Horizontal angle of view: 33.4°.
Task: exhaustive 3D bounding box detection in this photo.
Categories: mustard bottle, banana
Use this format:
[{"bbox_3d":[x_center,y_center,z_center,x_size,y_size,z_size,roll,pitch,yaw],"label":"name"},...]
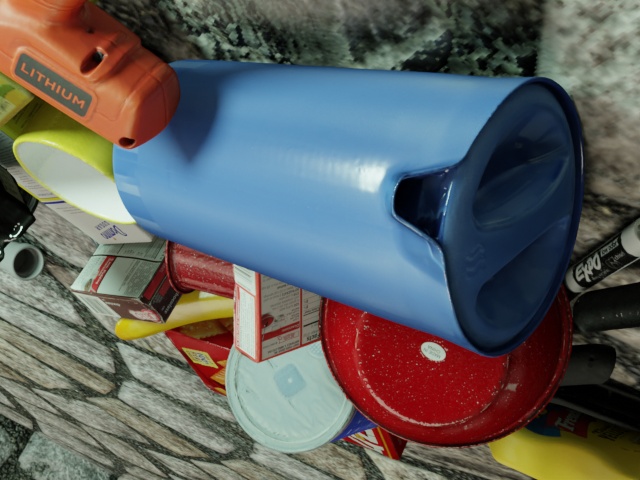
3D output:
[{"bbox_3d":[0.193,0.161,0.834,0.192,0.058,0.096,17,-164,36],"label":"mustard bottle"},{"bbox_3d":[-0.085,0.056,0.897,0.198,0.037,0.069,-4,133,8],"label":"banana"}]

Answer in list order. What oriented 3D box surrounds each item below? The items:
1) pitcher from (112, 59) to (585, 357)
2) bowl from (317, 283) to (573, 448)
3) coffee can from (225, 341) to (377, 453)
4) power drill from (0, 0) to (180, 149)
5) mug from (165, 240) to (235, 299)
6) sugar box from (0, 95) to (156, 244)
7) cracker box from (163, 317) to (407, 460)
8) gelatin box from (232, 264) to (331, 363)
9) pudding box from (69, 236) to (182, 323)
[{"bbox_3d":[0.012,-0.031,0.577,0.243,0.144,0.149,14,141,37],"label":"pitcher"},{"bbox_3d":[0.071,0.061,0.650,0.162,0.162,0.055,24,-163,9],"label":"bowl"},{"bbox_3d":[0.004,0.102,0.817,0.103,0.103,0.140,18,-176,22],"label":"coffee can"},{"bbox_3d":[-0.081,-0.128,0.482,0.184,0.057,0.188,34,139,3],"label":"power drill"},{"bbox_3d":[-0.055,0.001,0.739,0.082,0.093,0.117,14,179,19],"label":"mug"},{"bbox_3d":[-0.210,-0.062,0.843,0.176,0.048,0.094,38,156,-32],"label":"sugar box"},{"bbox_3d":[-0.023,0.119,0.995,0.214,0.072,0.164,17,156,22],"label":"cracker box"},{"bbox_3d":[-0.020,0.028,0.692,0.030,0.073,0.089,27,125,45],"label":"gelatin box"},{"bbox_3d":[-0.149,0.020,0.894,0.114,0.090,0.039,4,146,46],"label":"pudding box"}]
